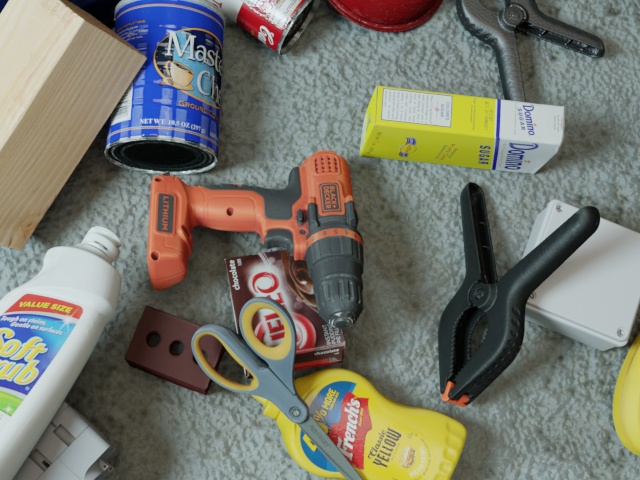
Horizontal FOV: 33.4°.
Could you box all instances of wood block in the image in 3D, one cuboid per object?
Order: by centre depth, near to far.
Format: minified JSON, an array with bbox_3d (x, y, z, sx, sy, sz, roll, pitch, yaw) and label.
[{"bbox_3d":[-0.256,-0.107,0.918,0.090,0.090,0.206,38,97,29],"label":"wood block"}]

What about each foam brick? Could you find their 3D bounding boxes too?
[{"bbox_3d":[-0.127,0.099,0.946,0.078,0.051,0.053,20,75,-1],"label":"foam brick"}]

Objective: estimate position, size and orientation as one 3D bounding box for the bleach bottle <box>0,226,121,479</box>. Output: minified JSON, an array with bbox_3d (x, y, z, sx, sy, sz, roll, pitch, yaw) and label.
[{"bbox_3d":[-0.240,0.090,0.842,0.102,0.068,0.250,23,61,10],"label":"bleach bottle"}]

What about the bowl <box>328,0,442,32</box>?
[{"bbox_3d":[0.070,-0.287,1.035,0.161,0.055,0.162,2,85,-23],"label":"bowl"}]

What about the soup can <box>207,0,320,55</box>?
[{"bbox_3d":[-0.060,-0.235,1.027,0.102,0.068,0.068,35,75,4],"label":"soup can"}]

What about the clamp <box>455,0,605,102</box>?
[{"bbox_3d":[0.186,-0.207,1.062,0.171,0.039,0.120,42,72,7],"label":"clamp"}]

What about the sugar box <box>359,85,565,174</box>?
[{"bbox_3d":[0.130,-0.101,1.001,0.176,0.093,0.048,8,76,-4],"label":"sugar box"}]

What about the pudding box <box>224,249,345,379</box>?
[{"bbox_3d":[-0.033,0.062,0.953,0.090,0.039,0.113,-9,53,-9],"label":"pudding box"}]

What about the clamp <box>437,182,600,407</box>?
[{"bbox_3d":[0.162,0.049,0.954,0.036,0.165,0.210,22,81,-34],"label":"clamp"}]

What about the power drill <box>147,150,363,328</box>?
[{"bbox_3d":[-0.056,0.001,0.941,0.187,0.057,0.184,-2,51,-4],"label":"power drill"}]

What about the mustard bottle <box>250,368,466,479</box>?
[{"bbox_3d":[0.025,0.167,0.942,0.191,0.058,0.096,25,83,1],"label":"mustard bottle"}]

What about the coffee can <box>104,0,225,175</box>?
[{"bbox_3d":[-0.141,-0.142,0.977,0.102,0.103,0.140,3,76,-5],"label":"coffee can"}]

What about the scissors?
[{"bbox_3d":[-0.015,0.124,0.895,0.201,0.016,0.096,35,104,-4],"label":"scissors"}]
